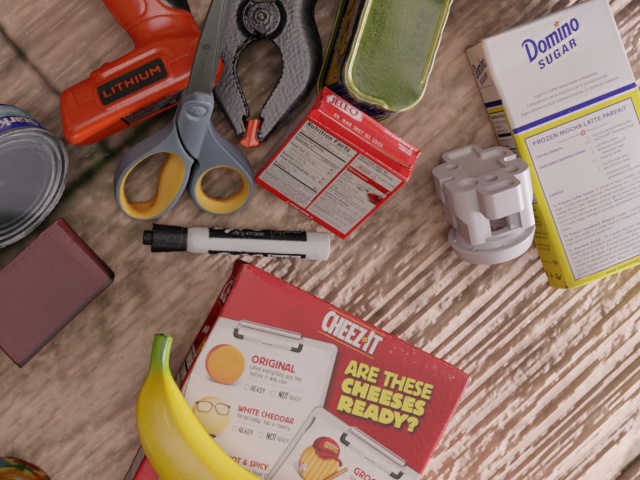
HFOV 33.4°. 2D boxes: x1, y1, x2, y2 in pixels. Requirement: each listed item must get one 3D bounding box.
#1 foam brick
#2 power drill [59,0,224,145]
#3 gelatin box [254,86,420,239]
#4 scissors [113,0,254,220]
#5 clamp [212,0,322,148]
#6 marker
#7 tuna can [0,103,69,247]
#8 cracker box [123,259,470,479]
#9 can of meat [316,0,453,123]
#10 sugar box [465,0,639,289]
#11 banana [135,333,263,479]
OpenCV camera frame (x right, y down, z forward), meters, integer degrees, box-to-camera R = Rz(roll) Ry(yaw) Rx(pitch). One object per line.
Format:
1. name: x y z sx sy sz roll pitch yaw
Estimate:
1. foam brick: -0.173 0.031 0.663 0.078 0.053 0.051 -44 99 -5
2. power drill: -0.154 -0.156 0.640 0.184 0.057 0.187 -24 91 1
3. gelatin box: 0.009 -0.047 0.668 0.073 0.089 0.030 32 54 -10
4. scissors: -0.058 -0.071 0.629 0.096 0.202 0.016 13 49 -29
5. clamp: -0.026 -0.145 0.676 0.120 0.039 0.171 -2 97 10
6. marker: -0.055 0.001 0.695 0.121 0.020 0.020 3 93 -9
7. tuna can: -0.195 -0.038 0.637 0.034 0.086 0.086 38 87 26
8. cracker box: -0.028 0.142 0.684 0.164 0.072 0.214 27 89 -10
9. can of meat: 0.040 -0.127 0.668 0.057 0.084 0.102 16 91 -10
10. sugar box: 0.171 -0.064 0.714 0.093 0.048 0.176 -21 93 -7
11. banana: -0.040 0.141 0.625 0.197 0.037 0.069 41 86 -9
